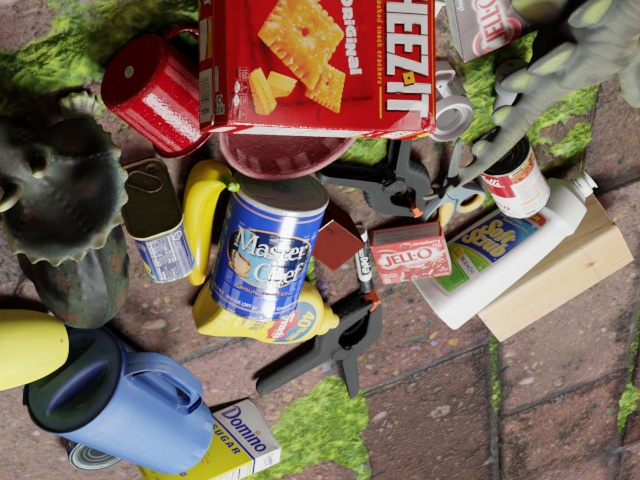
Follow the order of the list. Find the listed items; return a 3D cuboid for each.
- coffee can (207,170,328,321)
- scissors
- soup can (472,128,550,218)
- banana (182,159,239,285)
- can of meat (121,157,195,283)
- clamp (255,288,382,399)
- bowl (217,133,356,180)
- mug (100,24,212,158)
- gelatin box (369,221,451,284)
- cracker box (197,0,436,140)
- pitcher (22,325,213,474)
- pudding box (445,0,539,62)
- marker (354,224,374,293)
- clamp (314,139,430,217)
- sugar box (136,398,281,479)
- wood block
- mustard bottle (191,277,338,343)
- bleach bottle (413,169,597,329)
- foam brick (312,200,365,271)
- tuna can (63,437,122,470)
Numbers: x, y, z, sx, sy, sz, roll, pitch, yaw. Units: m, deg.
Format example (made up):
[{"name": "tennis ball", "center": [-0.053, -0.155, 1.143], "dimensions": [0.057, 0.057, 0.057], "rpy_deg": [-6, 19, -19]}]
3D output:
[{"name": "coffee can", "center": [-0.058, 0.001, 1.148], "dimensions": [0.102, 0.103, 0.140], "rpy_deg": [-1, 124, -28]}, {"name": "scissors", "center": [0.169, -0.071, 1.248], "dimensions": [0.096, 0.016, 0.202], "rpy_deg": [-18, 155, -22]}, {"name": "soup can", "center": [0.227, -0.079, 1.262], "dimensions": [0.068, 0.068, 0.102], "rpy_deg": [-32, 142, 7]}, {"name": "banana", "center": [-0.125, -0.028, 1.126], "dimensions": [0.037, 0.069, 0.198], "rpy_deg": [-2, 149, -18]}, {"name": "can of meat", "center": [-0.168, -0.018, 1.089], "dimensions": [0.057, 0.102, 0.084], "rpy_deg": [-19, 143, -7]}, {"name": "clamp", "center": [0.029, 0.145, 1.431], "dimensions": [0.164, 0.036, 0.210], "rpy_deg": [14, 127, -38]}, {"name": "bowl", "center": [-0.032, -0.137, 1.064], "dimensions": [0.162, 0.055, 0.162], "rpy_deg": [-15, 140, -13]}, {"name": "mug", "center": [-0.140, -0.145, 0.981], "dimensions": [0.081, 0.093, 0.117], "rpy_deg": [38, 79, -43]}, {"name": "gelatin box", "center": [0.110, 0.016, 1.306], "dimensions": [0.089, 0.030, 0.073], "rpy_deg": [-8, 137, 12]}, {"name": "cracker box", "center": [0.000, -0.177, 0.955], "dimensions": [0.213, 0.072, 0.164], "rpy_deg": [-1, 91, -27]}, {"name": "pitcher", "center": [-0.221, 0.198, 1.281], "dimensions": [0.145, 0.149, 0.242], "rpy_deg": [-56, 144, -8]}, {"name": "pudding box", "center": [0.171, -0.242, 1.068], "dimensions": [0.090, 0.039, 0.113], "rpy_deg": [-25, 142, -1]}, {"name": "marker", "center": [0.052, 0.026, 1.323], "dimensions": [0.020, 0.020, 0.121], "rpy_deg": [-20, 141, -7]}, {"name": "clamp", "center": [0.083, -0.079, 1.204], "dimensions": [0.120, 0.039, 0.171], "rpy_deg": [-31, 148, 23]}, {"name": "sugar box", "center": [-0.150, 0.285, 1.424], "dimensions": [0.176, 0.093, 0.048], "rpy_deg": [-22, 145, -23]}, {"name": "wood block", "center": [0.291, 0.031, 1.403], "dimensions": [0.206, 0.090, 0.090], "rpy_deg": [-33, 140, 9]}, {"name": "mustard bottle", "center": [-0.054, 0.085, 1.301], "dimensions": [0.191, 0.058, 0.096], "rpy_deg": [13, 129, -39]}, {"name": "bleach bottle", "center": [0.234, -0.002, 1.342], "dimensions": [0.251, 0.103, 0.068], "rpy_deg": [-40, 135, 8]}, {"name": "foam brick", "center": [0.005, -0.011, 1.230], "dimensions": [0.053, 0.051, 0.078], "rpy_deg": [-37, 140, 13]}, {"name": "tuna can", "center": [-0.290, 0.263, 1.393], "dimensions": [0.086, 0.034, 0.086], "rpy_deg": [-15, 140, -13]}]
